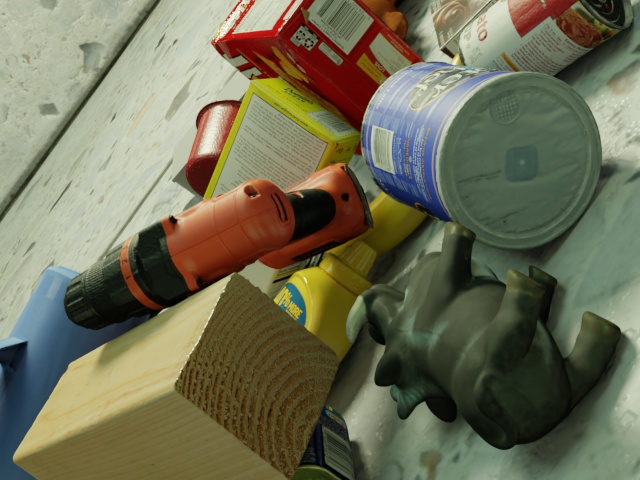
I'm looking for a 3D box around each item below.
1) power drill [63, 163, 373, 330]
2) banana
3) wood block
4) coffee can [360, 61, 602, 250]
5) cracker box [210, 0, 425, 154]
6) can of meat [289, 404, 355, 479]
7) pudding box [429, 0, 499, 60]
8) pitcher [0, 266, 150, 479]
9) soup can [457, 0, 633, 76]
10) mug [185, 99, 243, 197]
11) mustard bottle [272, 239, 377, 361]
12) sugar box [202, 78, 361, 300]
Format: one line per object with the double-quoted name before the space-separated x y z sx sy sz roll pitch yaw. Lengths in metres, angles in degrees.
"power drill" -0.062 0.004 0.730 0.185 0.057 0.187 -23 -1 31
"banana" 0.062 -0.047 0.788 0.198 0.037 0.070 -49 64 18
"wood block" -0.095 0.108 0.674 0.207 0.090 0.090 -29 28 46
"coffee can" 0.095 -0.058 0.671 0.103 0.102 0.140 -54 20 0
"cracker box" 0.010 -0.140 0.897 0.072 0.164 0.214 -53 21 -5
"can of meat" -0.023 0.156 0.660 0.102 0.057 0.084 -47 19 17
"pudding box" 0.138 -0.198 0.887 0.090 0.039 0.113 -44 23 23
"pitcher" -0.260 0.147 0.980 0.149 0.145 0.243 123 171 -80
"soup can" 0.153 -0.146 0.735 0.102 0.068 0.068 -35 27 42
"mug" -0.102 -0.087 1.180 0.117 0.093 0.081 104 178 -52
"mustard bottle" -0.023 0.080 0.773 0.191 0.058 0.096 -53 22 2
"sugar box" -0.044 -0.032 0.862 0.048 0.093 0.176 -19 -39 -53
